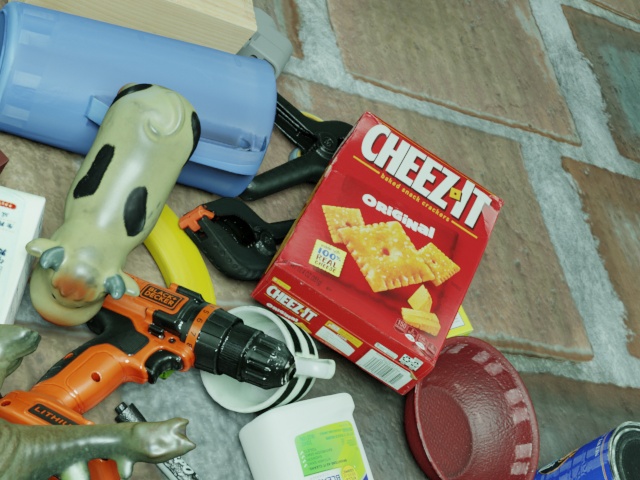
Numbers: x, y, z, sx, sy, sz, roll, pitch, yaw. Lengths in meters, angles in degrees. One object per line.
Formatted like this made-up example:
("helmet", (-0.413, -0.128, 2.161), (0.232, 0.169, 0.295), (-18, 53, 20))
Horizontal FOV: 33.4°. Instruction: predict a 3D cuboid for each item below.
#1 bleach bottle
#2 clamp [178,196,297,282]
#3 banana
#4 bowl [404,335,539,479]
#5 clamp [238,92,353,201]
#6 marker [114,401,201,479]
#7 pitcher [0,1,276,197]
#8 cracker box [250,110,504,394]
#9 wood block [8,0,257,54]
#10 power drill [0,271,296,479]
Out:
("bleach bottle", (0.021, 0.253, 0.852), (0.102, 0.068, 0.251), (-5, 65, -41))
("clamp", (-0.056, 0.001, 0.979), (0.171, 0.039, 0.120), (38, 31, -36))
("banana", (-0.132, 0.022, 0.920), (0.069, 0.037, 0.198), (-1, 60, -42))
("bowl", (0.130, 0.173, 0.992), (0.161, 0.055, 0.162), (19, 59, -34))
("clamp", (-0.007, -0.099, 1.090), (0.209, 0.036, 0.164), (8, 55, -34))
("marker", (-0.117, 0.173, 0.831), (0.121, 0.020, 0.020), (48, 42, 1))
("pitcher", (-0.165, -0.121, 0.931), (0.242, 0.149, 0.145), (12, 67, -28))
("cracker box", (0.058, 0.005, 0.966), (0.164, 0.072, 0.213), (33, 52, -4))
("wood block", (-0.172, -0.229, 0.982), (0.205, 0.091, 0.090), (12, 54, -36))
("power drill", (-0.133, 0.107, 0.795), (0.185, 0.057, 0.187), (19, 39, 19))
